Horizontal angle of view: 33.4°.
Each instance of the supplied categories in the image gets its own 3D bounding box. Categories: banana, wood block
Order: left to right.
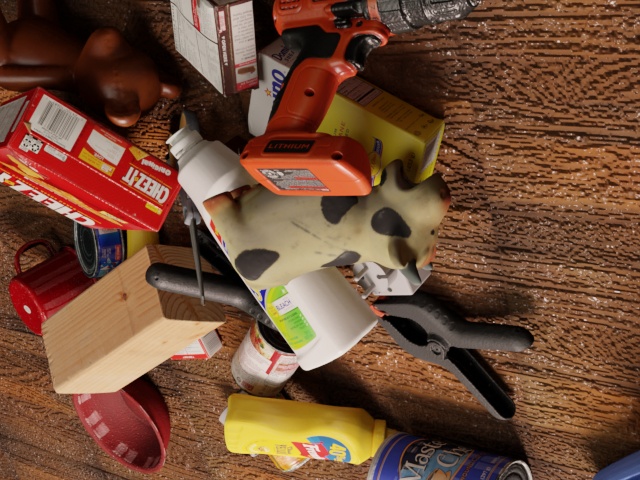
[{"bbox_3d":[-0.214,0.092,1.197,0.206,0.090,0.091,-33,64,35],"label":"wood block"},{"bbox_3d":[-0.219,0.023,1.249,0.070,0.037,0.198,58,144,32],"label":"banana"}]

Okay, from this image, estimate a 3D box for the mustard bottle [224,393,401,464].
[{"bbox_3d":[-0.005,0.208,1.160,0.191,0.058,0.096,5,150,4],"label":"mustard bottle"}]

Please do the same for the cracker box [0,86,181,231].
[{"bbox_3d":[-0.252,-0.073,1.068,0.164,0.072,0.214,31,166,-25],"label":"cracker box"}]

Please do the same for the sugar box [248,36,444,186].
[{"bbox_3d":[0.018,-0.100,0.943,0.176,0.048,0.093,28,135,18],"label":"sugar box"}]

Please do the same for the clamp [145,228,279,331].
[{"bbox_3d":[-0.069,0.054,1.079,0.210,0.164,0.036,27,108,10],"label":"clamp"}]

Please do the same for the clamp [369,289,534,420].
[{"bbox_3d":[0.125,0.090,1.008,0.171,0.039,0.120,32,135,16],"label":"clamp"}]

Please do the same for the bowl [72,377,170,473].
[{"bbox_3d":[-0.253,0.230,1.420,0.162,0.055,0.162,22,133,25],"label":"bowl"}]

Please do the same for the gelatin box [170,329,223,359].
[{"bbox_3d":[-0.164,0.097,1.261,0.073,0.030,0.089,-8,113,44],"label":"gelatin box"}]

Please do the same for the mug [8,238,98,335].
[{"bbox_3d":[-0.336,0.055,1.322,0.093,0.081,0.117,-18,101,55],"label":"mug"}]

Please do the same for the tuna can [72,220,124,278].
[{"bbox_3d":[-0.257,0.000,1.231,0.086,0.033,0.086,27,122,55],"label":"tuna can"}]

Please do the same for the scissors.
[{"bbox_3d":[-0.123,-0.044,1.032,0.096,0.016,0.202,110,151,-44],"label":"scissors"}]

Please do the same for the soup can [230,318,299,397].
[{"bbox_3d":[-0.052,0.118,1.156,0.068,0.068,0.102,40,139,8],"label":"soup can"}]

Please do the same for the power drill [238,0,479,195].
[{"bbox_3d":[0.025,-0.127,0.822,0.185,0.187,0.057,1,152,37],"label":"power drill"}]

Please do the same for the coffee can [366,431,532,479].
[{"bbox_3d":[0.131,0.259,1.088,0.141,0.102,0.103,6,125,36],"label":"coffee can"}]

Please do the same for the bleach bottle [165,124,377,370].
[{"bbox_3d":[-0.057,0.001,0.995,0.251,0.068,0.103,51,152,-2],"label":"bleach bottle"}]

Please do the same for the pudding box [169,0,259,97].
[{"bbox_3d":[-0.096,-0.191,0.943,0.114,0.039,0.090,48,150,46],"label":"pudding box"}]
